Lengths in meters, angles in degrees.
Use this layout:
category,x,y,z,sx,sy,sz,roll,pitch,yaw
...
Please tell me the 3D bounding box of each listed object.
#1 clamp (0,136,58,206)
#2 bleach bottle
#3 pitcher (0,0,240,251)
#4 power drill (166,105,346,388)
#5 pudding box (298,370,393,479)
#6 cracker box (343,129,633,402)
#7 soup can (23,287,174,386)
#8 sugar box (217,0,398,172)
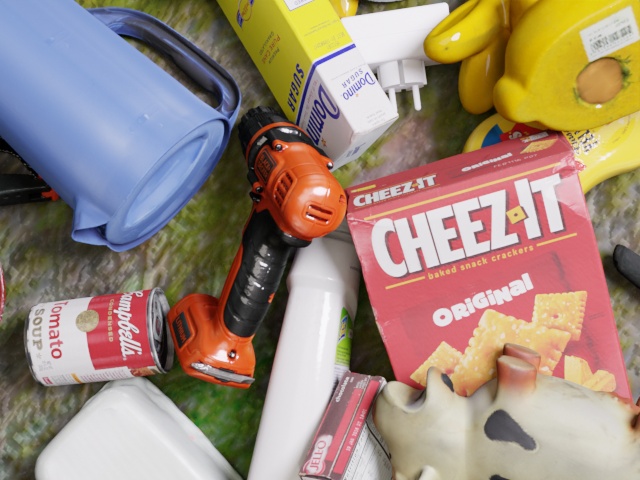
category,x,y,z,sx,sy,sz,roll,pitch,yaw
clamp,-0.288,-0.086,0.867,0.171,0.039,0.120,17,70,-7
bleach bottle,-0.006,0.099,0.819,0.068,0.102,0.251,8,83,10
pitcher,-0.190,-0.122,0.829,0.243,0.149,0.145,42,107,9
power drill,-0.055,0.001,0.804,0.057,0.184,0.188,17,109,-23
pudding box,0.032,0.164,0.781,0.039,0.113,0.090,4,50,31
cracker box,0.124,0.046,0.777,0.164,0.072,0.213,-16,109,6
soup can,-0.173,0.077,0.843,0.102,0.068,0.068,-7,88,6
sugar box,-0.015,-0.145,0.817,0.048,0.093,0.176,-27,84,-22
